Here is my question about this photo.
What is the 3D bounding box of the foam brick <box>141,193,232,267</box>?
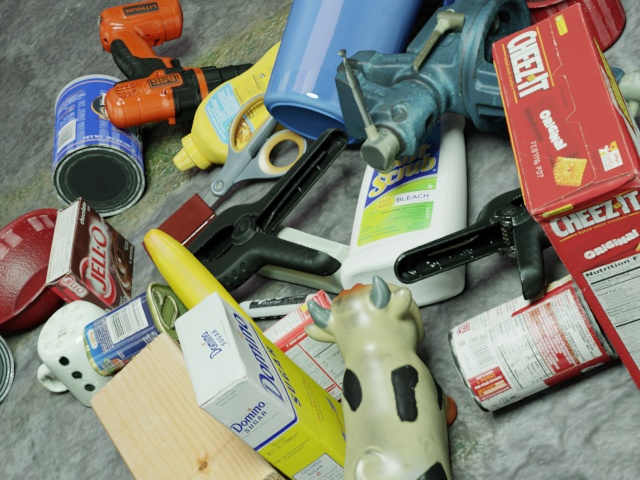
[{"bbox_3d":[-0.128,0.004,1.064,0.078,0.053,0.051,-42,39,-4],"label":"foam brick"}]

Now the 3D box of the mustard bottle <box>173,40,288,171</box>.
[{"bbox_3d":[-0.077,-0.134,1.142,0.192,0.058,0.096,-34,61,9],"label":"mustard bottle"}]

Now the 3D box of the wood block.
[{"bbox_3d":[-0.094,0.174,0.849,0.091,0.090,0.206,-43,39,-5],"label":"wood block"}]

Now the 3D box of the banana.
[{"bbox_3d":[-0.084,0.067,0.930,0.037,0.069,0.198,-38,66,-14],"label":"banana"}]

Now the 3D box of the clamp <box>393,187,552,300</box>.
[{"bbox_3d":[0.136,-0.004,0.816,0.120,0.039,0.171,7,28,29],"label":"clamp"}]

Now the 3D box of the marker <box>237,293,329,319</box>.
[{"bbox_3d":[-0.045,0.062,0.969,0.121,0.020,0.020,-7,50,34],"label":"marker"}]

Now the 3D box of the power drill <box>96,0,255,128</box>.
[{"bbox_3d":[-0.171,-0.209,1.233,0.184,0.057,0.188,-13,45,-16],"label":"power drill"}]

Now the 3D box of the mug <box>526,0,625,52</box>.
[{"bbox_3d":[0.215,-0.216,0.969,0.117,0.081,0.093,8,59,42],"label":"mug"}]

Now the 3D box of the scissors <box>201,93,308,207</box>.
[{"bbox_3d":[-0.084,-0.053,1.101,0.096,0.016,0.202,29,97,14],"label":"scissors"}]

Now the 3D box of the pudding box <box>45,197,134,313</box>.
[{"bbox_3d":[-0.236,0.025,1.100,0.039,0.090,0.113,-27,41,17],"label":"pudding box"}]

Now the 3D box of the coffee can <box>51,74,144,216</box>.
[{"bbox_3d":[-0.256,-0.111,1.233,0.103,0.102,0.140,-29,41,14],"label":"coffee can"}]

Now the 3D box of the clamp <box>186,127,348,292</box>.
[{"bbox_3d":[-0.056,0.001,0.971,0.210,0.036,0.164,-31,38,25],"label":"clamp"}]

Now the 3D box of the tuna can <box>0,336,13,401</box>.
[{"bbox_3d":[-0.362,0.134,1.104,0.034,0.086,0.086,-8,49,36],"label":"tuna can"}]

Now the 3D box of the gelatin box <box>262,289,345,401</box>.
[{"bbox_3d":[-0.002,0.092,0.852,0.073,0.089,0.030,-36,38,5],"label":"gelatin box"}]

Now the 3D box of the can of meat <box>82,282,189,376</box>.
[{"bbox_3d":[-0.155,0.084,0.972,0.084,0.102,0.057,-28,71,19],"label":"can of meat"}]

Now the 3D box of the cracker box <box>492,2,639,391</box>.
[{"bbox_3d":[0.191,-0.020,0.703,0.072,0.213,0.164,-23,42,20],"label":"cracker box"}]

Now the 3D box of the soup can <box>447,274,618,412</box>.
[{"bbox_3d":[0.151,0.073,0.763,0.102,0.068,0.068,-27,41,17],"label":"soup can"}]

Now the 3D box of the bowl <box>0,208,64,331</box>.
[{"bbox_3d":[-0.324,0.043,1.181,0.162,0.055,0.162,-22,43,22],"label":"bowl"}]

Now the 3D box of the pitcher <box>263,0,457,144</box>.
[{"bbox_3d":[0.041,-0.218,1.049,0.149,0.145,0.243,13,77,25],"label":"pitcher"}]

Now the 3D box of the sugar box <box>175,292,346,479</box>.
[{"bbox_3d":[-0.029,0.121,0.777,0.048,0.176,0.093,-35,39,7],"label":"sugar box"}]

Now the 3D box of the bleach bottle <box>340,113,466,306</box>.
[{"bbox_3d":[0.079,-0.056,0.946,0.103,0.068,0.250,-13,44,21],"label":"bleach bottle"}]
